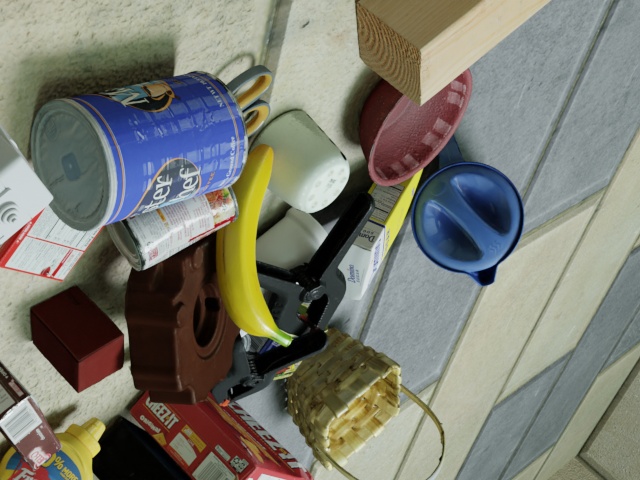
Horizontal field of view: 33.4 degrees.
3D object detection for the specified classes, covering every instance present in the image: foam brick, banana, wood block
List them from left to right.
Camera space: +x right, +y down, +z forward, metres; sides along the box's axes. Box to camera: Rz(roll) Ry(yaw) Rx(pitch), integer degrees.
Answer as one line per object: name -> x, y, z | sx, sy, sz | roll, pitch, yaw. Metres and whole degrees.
foam brick -> -0.224, 0.091, 0.986 | 0.052, 0.078, 0.051 | -29, 147, -34
banana -> -0.069, 0.005, 1.018 | 0.069, 0.037, 0.198 | -2, 86, -45
wood block -> 0.142, -0.243, 1.071 | 0.206, 0.091, 0.090 | -40, 154, -17

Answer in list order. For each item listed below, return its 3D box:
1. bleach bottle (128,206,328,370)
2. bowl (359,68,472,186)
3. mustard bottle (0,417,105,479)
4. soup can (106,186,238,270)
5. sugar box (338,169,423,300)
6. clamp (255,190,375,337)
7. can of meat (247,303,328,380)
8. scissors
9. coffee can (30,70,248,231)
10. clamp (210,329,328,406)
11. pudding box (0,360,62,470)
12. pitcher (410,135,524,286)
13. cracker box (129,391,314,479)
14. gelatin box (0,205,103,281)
bleach bottle -> -0.101, 0.070, 1.167 | 0.250, 0.068, 0.102 | -36, 152, -18
bowl -> 0.094, -0.140, 1.179 | 0.162, 0.055, 0.162 | -36, 152, -23
mustard bottle -> -0.289, 0.254, 1.083 | 0.191, 0.096, 0.058 | -48, 176, -31
soup can -> -0.134, -0.024, 0.955 | 0.102, 0.069, 0.068 | -30, 149, -23
sugar box -> 0.068, -0.022, 1.244 | 0.093, 0.048, 0.176 | 100, 14, -49
clamp -> -0.024, 0.046, 1.130 | 0.164, 0.036, 0.210 | -22, 147, -22
can of meat -> -0.052, 0.126, 1.326 | 0.101, 0.057, 0.084 | 0, 130, -56
scissors -> -0.118, -0.083, 0.980 | 0.202, 0.016, 0.096 | -42, 159, 1
coffee can -> -0.143, -0.074, 0.853 | 0.140, 0.103, 0.103 | -21, 144, -43
clamp -> -0.084, 0.140, 1.186 | 0.120, 0.039, 0.172 | 14, 140, -37
pudding box -> -0.283, 0.147, 0.959 | 0.039, 0.090, 0.113 | -39, 152, -22
pitcher -> 0.192, -0.036, 1.365 | 0.149, 0.145, 0.242 | -63, 170, 5
cracker box -> -0.111, 0.248, 1.275 | 0.072, 0.164, 0.213 | -49, 156, -1
gelatin box -> -0.230, -0.008, 0.896 | 0.073, 0.030, 0.089 | -53, 154, 7
